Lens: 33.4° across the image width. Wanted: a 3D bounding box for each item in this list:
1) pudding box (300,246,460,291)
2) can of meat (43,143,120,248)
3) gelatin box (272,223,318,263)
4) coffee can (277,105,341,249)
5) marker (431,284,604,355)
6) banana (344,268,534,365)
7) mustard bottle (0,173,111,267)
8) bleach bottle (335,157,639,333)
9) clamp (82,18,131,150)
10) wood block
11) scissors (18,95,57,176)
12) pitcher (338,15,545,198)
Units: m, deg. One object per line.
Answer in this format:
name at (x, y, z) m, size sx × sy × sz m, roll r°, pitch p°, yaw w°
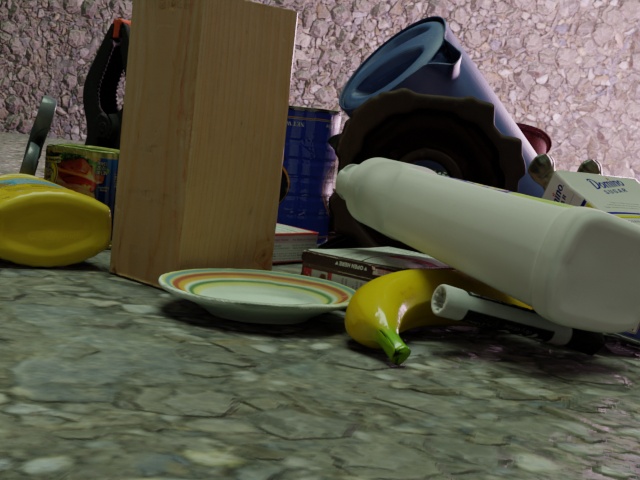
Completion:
pudding box at (0.052, 0.029, 0.778) m, size 0.090 × 0.039 × 0.113 m, roll 10°, pitch 6°, yaw 38°
can of meat at (-0.207, -0.042, 0.959) m, size 0.102 × 0.084 × 0.057 m, roll 12°, pitch 9°, yaw 41°
gelatin box at (-0.056, 0.001, 0.963) m, size 0.073 × 0.030 × 0.089 m, roll 12°, pitch 9°, yaw 34°
coffee can at (-0.037, -0.066, 1.076) m, size 0.103 × 0.140 × 0.103 m, roll 6°, pitch 6°, yaw -1°
marker at (0.122, 0.049, 0.646) m, size 0.121 × 0.020 × 0.020 m, roll 16°, pitch 2°, yaw -23°
banana at (0.069, 0.046, 0.675) m, size 0.070 × 0.037 × 0.197 m, roll 42°, pitch 26°, yaw 24°
mustard bottle at (-0.238, -0.022, 0.864) m, size 0.096 × 0.058 × 0.192 m, roll -3°, pitch 10°, yaw -25°
bleach bottle at (0.090, -0.012, 0.695) m, size 0.102 × 0.068 × 0.251 m, roll 14°, pitch 6°, yaw -40°
clamp at (-0.184, -0.098, 0.997) m, size 0.165 × 0.210 × 0.036 m, roll 20°, pitch 12°, yaw 38°
wood block at (-0.087, -0.072, 0.785) m, size 0.090 × 0.206 × 0.090 m, roll 0°, pitch 9°, yaw -44°
scissors at (-0.280, -0.053, 1.008) m, size 0.016 × 0.202 × 0.096 m, roll 18°, pitch 47°, yaw -15°
pitcher at (0.135, -0.099, 1.103) m, size 0.242 × 0.145 × 0.149 m, roll 47°, pitch 16°, yaw -22°
